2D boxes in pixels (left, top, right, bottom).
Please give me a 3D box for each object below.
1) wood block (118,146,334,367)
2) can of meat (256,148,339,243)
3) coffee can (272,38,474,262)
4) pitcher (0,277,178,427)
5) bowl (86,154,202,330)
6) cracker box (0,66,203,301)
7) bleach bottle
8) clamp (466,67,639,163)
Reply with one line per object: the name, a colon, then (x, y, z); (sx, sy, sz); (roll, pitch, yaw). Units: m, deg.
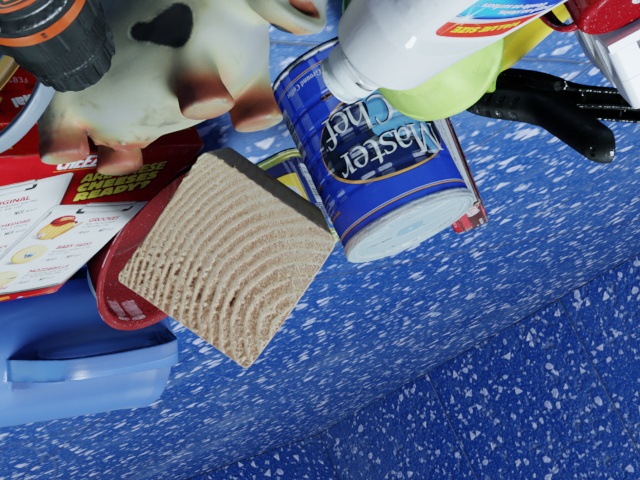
wood block: (-0.054, 0.000, 0.684); (0.090, 0.091, 0.206); (-55, -176, 4)
can of meat: (-0.043, -0.020, 0.946); (0.102, 0.084, 0.057); (-27, 165, 7)
coffee can: (0.038, -0.068, 0.792); (0.102, 0.140, 0.103); (-23, 165, -7)
pitcher: (-0.254, 0.102, 0.938); (0.242, 0.145, 0.149); (-6, 142, -44)
bowl: (-0.127, -0.010, 0.828); (0.162, 0.055, 0.162); (-42, 154, -26)
cracker box: (-0.203, -0.028, 0.684); (0.163, 0.072, 0.214); (-10, 159, -46)
bleach bottle: (0.100, -0.139, 0.495); (0.251, 0.068, 0.102); (-33, 164, 37)
clamp: (0.173, -0.105, 0.821); (0.210, 0.036, 0.164); (18, -154, 32)
